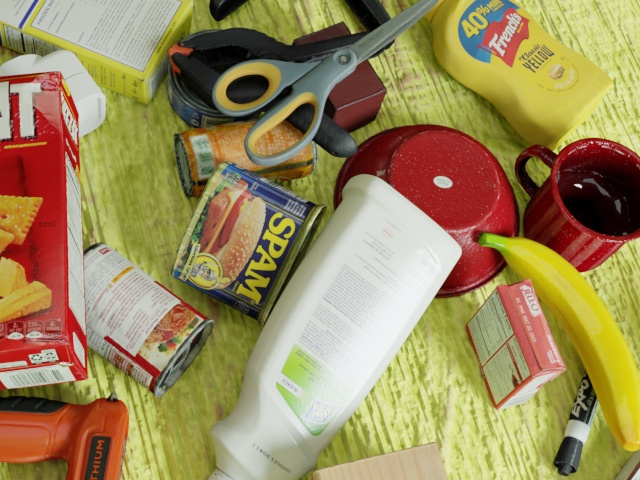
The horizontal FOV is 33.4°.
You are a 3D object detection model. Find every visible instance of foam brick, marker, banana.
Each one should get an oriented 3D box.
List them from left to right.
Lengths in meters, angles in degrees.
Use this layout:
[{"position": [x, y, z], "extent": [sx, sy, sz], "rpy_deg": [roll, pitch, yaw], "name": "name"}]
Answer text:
[{"position": [0.012, -0.134, 0.901], "extent": [0.051, 0.053, 0.078], "rpy_deg": [-23, 72, -20], "name": "foam brick"}, {"position": [0.197, 0.069, 0.826], "extent": [0.069, 0.037, 0.198], "rpy_deg": [-24, 70, -31], "name": "banana"}, {"position": [0.207, 0.128, 0.833], "extent": [0.020, 0.020, 0.121], "rpy_deg": [26, 63, 2], "name": "marker"}]

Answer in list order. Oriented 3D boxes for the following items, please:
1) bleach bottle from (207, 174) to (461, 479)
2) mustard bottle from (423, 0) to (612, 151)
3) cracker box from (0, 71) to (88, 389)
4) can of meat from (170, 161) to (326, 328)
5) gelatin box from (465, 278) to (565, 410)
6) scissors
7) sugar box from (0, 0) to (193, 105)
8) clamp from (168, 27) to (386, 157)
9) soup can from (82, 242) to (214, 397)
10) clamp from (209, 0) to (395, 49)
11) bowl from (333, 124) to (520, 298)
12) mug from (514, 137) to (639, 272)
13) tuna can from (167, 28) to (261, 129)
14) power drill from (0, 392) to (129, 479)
[{"position": [-0.006, 0.080, 0.769], "extent": [0.102, 0.068, 0.250], "rpy_deg": [39, 78, -10], "name": "bleach bottle"}, {"position": [0.158, -0.168, 0.942], "extent": [0.192, 0.058, 0.096], "rpy_deg": [42, 64, 10], "name": "mustard bottle"}, {"position": [-0.247, -0.005, 0.719], "extent": [0.164, 0.072, 0.214], "rpy_deg": [-6, 64, -4], "name": "cracker box"}, {"position": [-0.055, 0.001, 0.804], "extent": [0.084, 0.057, 0.102], "rpy_deg": [27, 99, 5], "name": "can of meat"}, {"position": [0.145, 0.079, 0.804], "extent": [0.030, 0.089, 0.073], "rpy_deg": [-12, 68, -16], "name": "gelatin box"}, {"position": [-0.003, -0.141, 0.818], "extent": [0.096, 0.016, 0.201], "rpy_deg": [33, 70, 15], "name": "scissors"}, {"position": [-0.205, -0.189, 0.891], "extent": [0.176, 0.048, 0.093], "rpy_deg": [22, 63, 4], "name": "sugar box"}, {"position": [-0.032, -0.137, 0.850], "extent": [0.171, 0.039, 0.120], "rpy_deg": [21, 55, 10], "name": "clamp"}, {"position": [-0.138, 0.056, 0.774], "extent": [0.102, 0.068, 0.068], "rpy_deg": [35, 64, 7], "name": "soup can"}, {"position": [-0.018, -0.266, 0.966], "extent": [0.164, 0.036, 0.210], "rpy_deg": [3, 62, -10], "name": "clamp"}, {"position": [0.094, -0.037, 0.870], "extent": [0.162, 0.055, 0.162], "rpy_deg": [4, 65, -8], "name": "bowl"}, {"position": [0.207, -0.031, 0.873], "extent": [0.117, 0.082, 0.093], "rpy_deg": [39, 64, 7], "name": "mug"}, {"position": [-0.085, -0.132, 0.892], "extent": [0.086, 0.034, 0.086], "rpy_deg": [4, 64, -9], "name": "tuna can"}, {"position": [-0.229, 0.161, 0.712], "extent": [0.187, 0.057, 0.184], "rpy_deg": [10, 65, -6], "name": "power drill"}]
